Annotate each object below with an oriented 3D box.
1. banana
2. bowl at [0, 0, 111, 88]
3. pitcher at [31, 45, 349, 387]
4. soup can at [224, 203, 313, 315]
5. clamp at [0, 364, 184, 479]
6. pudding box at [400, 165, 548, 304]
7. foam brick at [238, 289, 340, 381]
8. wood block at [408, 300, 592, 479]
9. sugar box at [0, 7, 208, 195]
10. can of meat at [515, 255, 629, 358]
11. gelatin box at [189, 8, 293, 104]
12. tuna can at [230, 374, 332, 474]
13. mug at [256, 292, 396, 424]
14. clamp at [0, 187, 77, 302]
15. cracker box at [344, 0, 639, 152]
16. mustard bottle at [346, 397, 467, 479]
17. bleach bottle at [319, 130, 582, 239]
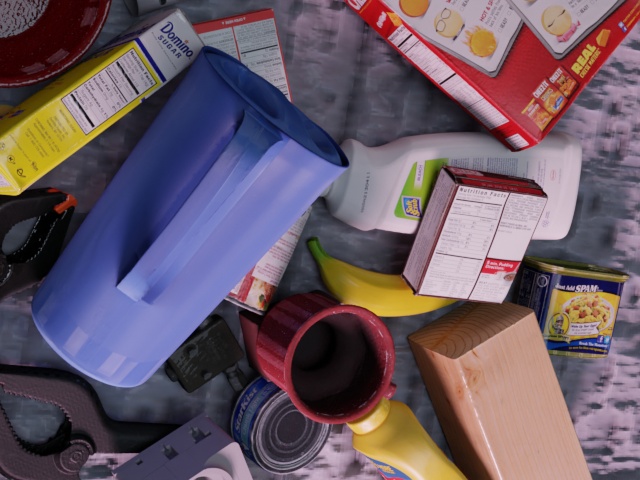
[{"bbox_3d":[0.082,0.033,0.948,0.197,0.037,0.069,0,100,-23],"label":"banana"},{"bbox_3d":[-0.234,-0.191,0.768,0.161,0.055,0.162,-3,99,-23],"label":"bowl"},{"bbox_3d":[-0.103,-0.009,0.773,0.243,0.145,0.149,-50,144,13],"label":"pitcher"},{"bbox_3d":[-0.056,0.001,0.868,0.068,0.069,0.102,25,87,-25],"label":"soup can"},{"bbox_3d":[-0.188,0.161,0.851,0.164,0.036,0.210,-43,115,-14],"label":"clamp"},{"bbox_3d":[0.130,-0.003,0.903,0.090,0.039,0.114,8,116,-21],"label":"pudding box"},{"bbox_3d":[-0.022,0.080,0.903,0.078,0.051,0.053,-15,104,-21],"label":"foam brick"},{"bbox_3d":[0.168,0.166,0.978,0.090,0.090,0.206,-28,107,-18],"label":"wood block"},{"bbox_3d":[-0.174,-0.102,0.776,0.176,0.093,0.048,-44,113,-21],"label":"sugar box"},{"bbox_3d":[0.233,0.064,1.009,0.102,0.058,0.084,7,97,-24],"label":"can of meat"},{"bbox_3d":[-0.067,-0.137,0.863,0.073,0.030,0.089,-17,104,-22],"label":"gelatin box"},{"bbox_3d":[-0.032,0.154,0.909,0.085,0.034,0.086,-12,111,-32],"label":"tuna can"},{"bbox_3d":[0.009,0.093,0.843,0.117,0.082,0.093,28,87,-25],"label":"mug"},{"bbox_3d":[-0.256,0.015,0.784,0.171,0.039,0.120,-54,140,-18],"label":"clamp"},{"bbox_3d":[0.142,-0.204,0.894,0.213,0.072,0.164,41,80,-5],"label":"cracker box"},{"bbox_3d":[0.081,0.198,0.940,0.058,0.096,0.191,-43,110,-14],"label":"mustard bottle"},{"bbox_3d":[0.103,-0.055,0.932,0.250,0.068,0.102,3,98,-22],"label":"bleach bottle"}]
